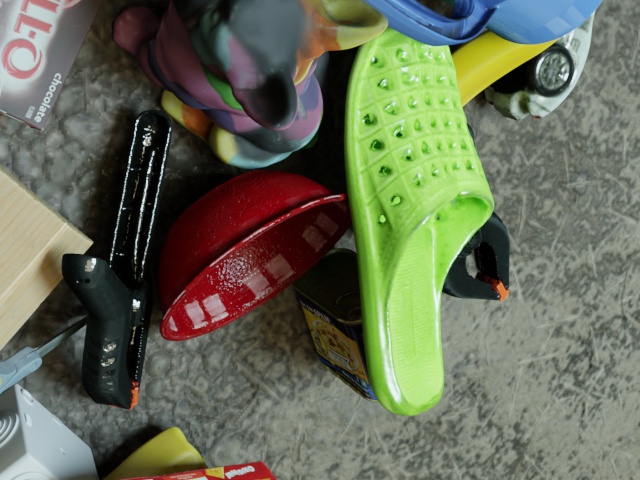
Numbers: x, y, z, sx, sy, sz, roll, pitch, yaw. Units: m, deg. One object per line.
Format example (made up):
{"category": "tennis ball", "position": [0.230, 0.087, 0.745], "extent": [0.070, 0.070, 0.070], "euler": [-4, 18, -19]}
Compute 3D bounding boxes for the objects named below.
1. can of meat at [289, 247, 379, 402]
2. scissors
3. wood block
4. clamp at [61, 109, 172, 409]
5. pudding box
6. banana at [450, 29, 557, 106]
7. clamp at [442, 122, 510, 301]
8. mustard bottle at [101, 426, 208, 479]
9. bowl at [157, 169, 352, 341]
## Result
{"category": "can of meat", "position": [0.029, 0.065, 0.812], "extent": [0.057, 0.102, 0.084], "euler": [-29, 122, -20]}
{"category": "scissors", "position": [-0.201, 0.092, 0.671], "extent": [0.016, 0.201, 0.096], "euler": [43, 105, 5]}
{"category": "wood block", "position": [-0.241, 0.047, 0.627], "extent": [0.091, 0.090, 0.206], "euler": [39, 83, 3]}
{"category": "clamp", "position": [-0.133, 0.040, 0.690], "extent": [0.036, 0.164, 0.210], "euler": [12, 122, 3]}
{"category": "pudding box", "position": [-0.188, -0.136, 0.642], "extent": [0.089, 0.039, 0.113], "euler": [24, 94, -36]}
{"category": "banana", "position": [0.102, -0.106, 0.805], "extent": [0.198, 0.070, 0.037], "euler": [-48, 141, 8]}
{"category": "clamp", "position": [0.114, -0.015, 0.874], "extent": [0.120, 0.039, 0.171], "euler": [-51, 131, -1]}
{"category": "mustard bottle", "position": [-0.162, 0.224, 0.777], "extent": [0.191, 0.058, 0.096], "euler": [-34, 135, -16]}
{"category": "bowl", "position": [-0.055, 0.001, 0.736], "extent": [0.162, 0.055, 0.162], "euler": [-33, 165, -11]}
